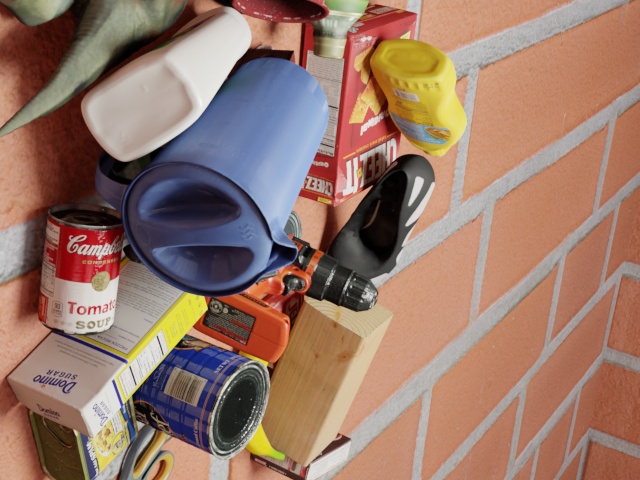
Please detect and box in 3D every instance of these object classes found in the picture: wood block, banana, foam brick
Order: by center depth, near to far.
[{"bbox_3d":[-0.058,-0.158,1.111,0.078,0.053,0.051,-72,162,-49],"label":"foam brick"},{"bbox_3d":[-0.080,0.183,1.296,0.069,0.037,0.198,-10,113,-26],"label":"banana"},{"bbox_3d":[0.000,0.166,1.335,0.090,0.090,0.206,-30,147,-58],"label":"wood block"}]

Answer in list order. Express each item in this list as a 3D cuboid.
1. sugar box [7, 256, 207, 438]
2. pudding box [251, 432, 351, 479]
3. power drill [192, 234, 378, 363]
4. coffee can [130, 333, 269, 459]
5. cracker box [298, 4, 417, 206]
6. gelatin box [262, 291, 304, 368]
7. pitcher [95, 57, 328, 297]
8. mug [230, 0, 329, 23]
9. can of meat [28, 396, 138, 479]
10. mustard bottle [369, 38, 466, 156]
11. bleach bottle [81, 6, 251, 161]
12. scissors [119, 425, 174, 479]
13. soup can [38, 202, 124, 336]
[{"bbox_3d":[-0.193,0.094,0.988,0.176,0.093,0.048,-51,146,-34],"label":"sugar box"},{"bbox_3d":[-0.025,0.276,1.416,0.113,0.090,0.039,-18,122,-57],"label":"pudding box"},{"bbox_3d":[-0.042,0.055,1.114,0.187,0.184,0.057,-51,161,-64],"label":"power drill"},{"bbox_3d":[-0.137,0.146,1.071,0.102,0.140,0.103,-39,138,-47],"label":"coffee can"},{"bbox_3d":[0.043,-0.167,1.297,0.163,0.072,0.214,-30,132,-52],"label":"cracker box"},{"bbox_3d":[-0.049,0.104,1.332,0.073,0.030,0.089,-39,138,-48],"label":"gelatin box"},{"bbox_3d":[-0.083,-0.074,0.965,0.149,0.145,0.242,57,31,-22],"label":"pitcher"},{"bbox_3d":[-0.041,-0.258,0.990,0.117,0.093,0.081,11,83,-51],"label":"mug"},{"bbox_3d":[-0.223,0.176,1.021,0.083,0.058,0.102,-45,143,-45],"label":"can of meat"},{"bbox_3d":[0.124,-0.157,1.267,0.058,0.096,0.191,-61,152,-19],"label":"mustard bottle"},{"bbox_3d":[-0.121,-0.155,0.947,0.068,0.103,0.250,57,20,-16],"label":"bleach bottle"},{"bbox_3d":[-0.214,0.289,1.149,0.201,0.016,0.096,-61,151,-20],"label":"scissors"},{"bbox_3d":[-0.211,0.025,0.941,0.068,0.069,0.102,-17,121,-58],"label":"soup can"}]
